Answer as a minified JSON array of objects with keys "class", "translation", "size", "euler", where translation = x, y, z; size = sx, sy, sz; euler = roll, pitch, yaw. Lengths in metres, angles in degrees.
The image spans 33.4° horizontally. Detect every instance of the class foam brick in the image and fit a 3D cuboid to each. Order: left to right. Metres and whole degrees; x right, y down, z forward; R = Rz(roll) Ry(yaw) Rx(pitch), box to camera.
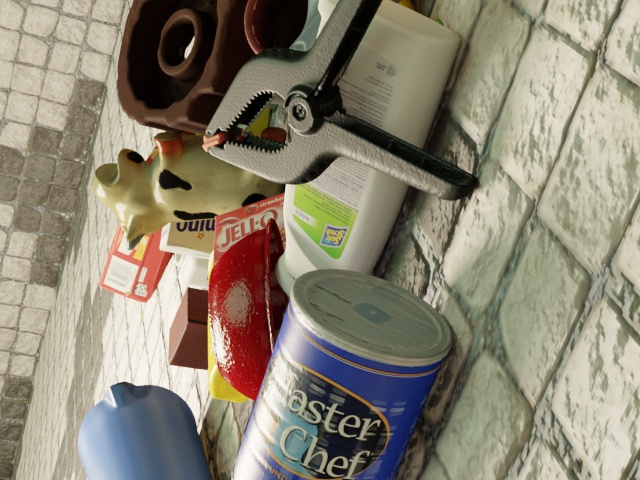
[{"class":"foam brick","translation":[-0.134,0.100,1.189],"size":[0.051,0.053,0.078],"euler":[-98,27,-45]}]

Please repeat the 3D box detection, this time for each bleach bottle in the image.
[{"class":"bleach bottle","translation":[0.014,-0.047,0.777],"size":[0.103,0.067,0.251],"euler":[34,118,30]}]

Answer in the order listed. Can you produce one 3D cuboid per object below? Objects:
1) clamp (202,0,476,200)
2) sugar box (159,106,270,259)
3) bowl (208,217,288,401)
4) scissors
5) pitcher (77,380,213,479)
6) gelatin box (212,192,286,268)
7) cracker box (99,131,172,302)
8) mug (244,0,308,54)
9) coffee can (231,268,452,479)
[{"class":"clamp","translation":[0.004,-0.081,0.712],"size":[0.210,0.036,0.164],"euler":[-22,90,41]},{"class":"sugar box","translation":[-0.114,-0.068,1.167],"size":[0.048,0.093,0.176],"euler":[154,124,-69]},{"class":"bowl","translation":[-0.056,0.064,0.868],"size":[0.162,0.055,0.162],"euler":[-6,-90,-87]},{"class":"scissors","translation":[-0.016,-0.161,0.817],"size":[0.202,0.016,0.096],"euler":[-36,58,18]},{"class":"pitcher","translation":[-0.166,0.265,1.094],"size":[0.145,0.149,0.243],"euler":[-60,25,8]},{"class":"gelatin box","translation":[-0.057,0.001,0.979],"size":[0.089,0.030,0.073],"euler":[-17,54,25]},{"class":"cracker box","translation":[-0.194,-0.046,1.339],"size":[0.213,0.072,0.164],"euler":[-71,4,-60]},{"class":"mug","translation":[-0.011,-0.162,0.871],"size":[0.117,0.081,0.093],"euler":[-47,65,7]},{"class":"coffee can","translation":[0.011,0.103,0.672],"size":[0.103,0.102,0.140],"euler":[-114,40,-61]}]
